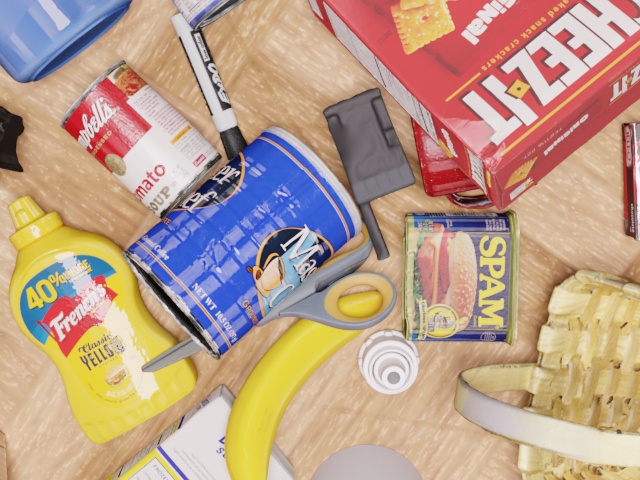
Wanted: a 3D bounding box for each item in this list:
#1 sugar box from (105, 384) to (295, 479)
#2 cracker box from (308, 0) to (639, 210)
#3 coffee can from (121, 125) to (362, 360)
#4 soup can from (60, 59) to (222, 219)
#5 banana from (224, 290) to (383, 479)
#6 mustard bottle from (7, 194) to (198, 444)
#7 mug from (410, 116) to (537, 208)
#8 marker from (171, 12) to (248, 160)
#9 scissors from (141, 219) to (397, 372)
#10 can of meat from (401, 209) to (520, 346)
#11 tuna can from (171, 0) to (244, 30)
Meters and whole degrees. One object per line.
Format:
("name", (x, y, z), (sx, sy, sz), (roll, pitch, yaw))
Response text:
("sugar box", (-0.115, 0.205, 0.840), (0.176, 0.048, 0.093), (-39, 97, 1))
("cracker box", (0.112, -0.154, 0.719), (0.164, 0.072, 0.214), (-39, 66, -1))
("coffee can", (-0.055, 0.001, 0.762), (0.140, 0.103, 0.103), (-42, 96, -13))
("soup can", (-0.131, -0.073, 0.789), (0.102, 0.068, 0.068), (44, 95, -5))
("banana", (-0.021, 0.112, 0.806), (0.069, 0.037, 0.197), (28, 71, 3))
("mustard bottle", (-0.179, 0.052, 0.812), (0.096, 0.058, 0.191), (-30, 96, 2))
("mug", (0.112, -0.070, 0.788), (0.081, 0.093, 0.117), (-11, 134, 6))
("marker", (-0.082, -0.115, 0.809), (0.020, 0.020, 0.121), (-21, 97, 3))
("scissors", (-0.027, 0.063, 0.797), (0.201, 0.016, 0.096), (-41, 71, -13))
("can of meat", (0.105, 0.028, 0.810), (0.084, 0.057, 0.102), (0, 98, 2))
("tuna can", (-0.067, -0.188, 0.765), (0.086, 0.086, 0.034), (-35, 98, 4))
